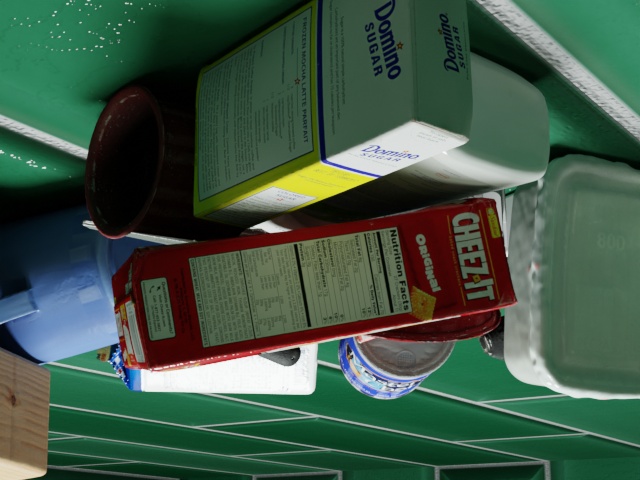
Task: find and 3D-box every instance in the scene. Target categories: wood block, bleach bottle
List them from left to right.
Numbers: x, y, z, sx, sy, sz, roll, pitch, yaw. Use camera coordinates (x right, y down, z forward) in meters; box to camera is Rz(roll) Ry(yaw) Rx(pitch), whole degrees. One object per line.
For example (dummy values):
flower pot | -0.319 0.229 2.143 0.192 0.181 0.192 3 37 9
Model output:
wood block | -0.290 0.116 0.773 0.090 0.091 0.206 -11 156 16
bleach bottle | 0.020 -0.047 0.685 0.102 0.068 0.251 15 160 -36

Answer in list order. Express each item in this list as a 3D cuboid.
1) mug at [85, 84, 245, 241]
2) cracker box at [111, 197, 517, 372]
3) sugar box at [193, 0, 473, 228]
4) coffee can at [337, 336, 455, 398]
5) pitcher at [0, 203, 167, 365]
mug | -0.095 -0.045 0.668 0.081 0.093 0.117 9 -173 -39
cracker box | -0.014 0.029 0.654 0.213 0.072 0.164 -9 176 -15
sugar box | 0.000 -0.072 0.548 0.048 0.093 0.177 13 160 -40
coffee can | 0.075 0.102 1.093 0.102 0.103 0.140 2 163 -4
pitcher | -0.234 0.043 0.868 0.243 0.149 0.144 -14 141 31
